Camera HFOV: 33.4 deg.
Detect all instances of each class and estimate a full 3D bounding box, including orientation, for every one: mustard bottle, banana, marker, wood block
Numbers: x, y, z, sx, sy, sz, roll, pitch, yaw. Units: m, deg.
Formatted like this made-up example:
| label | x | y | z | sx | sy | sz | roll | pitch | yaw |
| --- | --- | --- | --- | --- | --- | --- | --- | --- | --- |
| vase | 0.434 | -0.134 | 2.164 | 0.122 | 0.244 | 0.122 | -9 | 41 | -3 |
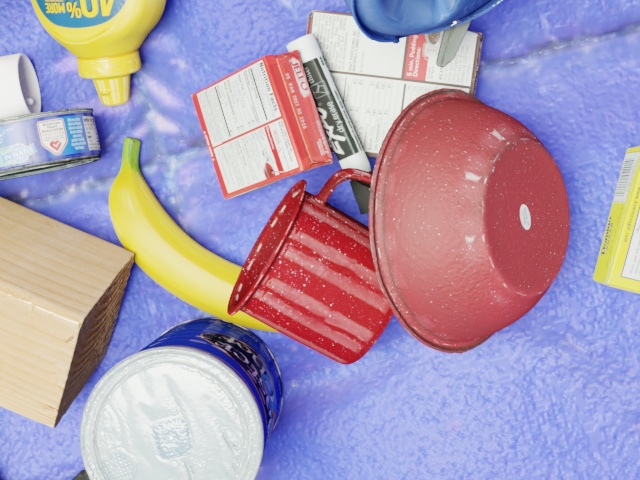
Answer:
| label | x | y | z | sx | sy | sz | roll | pitch | yaw |
| --- | --- | --- | --- | --- | --- | --- | --- | --- | --- |
| mustard bottle | -0.144 | -0.180 | 0.671 | 0.096 | 0.058 | 0.191 | 4 | 112 | 25 |
| banana | -0.069 | 0.014 | 0.702 | 0.198 | 0.037 | 0.069 | 36 | 94 | 1 |
| marker | 0.012 | -0.070 | 0.665 | 0.020 | 0.020 | 0.121 | -24 | 93 | 4 |
| wood block | -0.236 | 0.023 | 0.672 | 0.206 | 0.090 | 0.091 | 23 | 120 | 1 |

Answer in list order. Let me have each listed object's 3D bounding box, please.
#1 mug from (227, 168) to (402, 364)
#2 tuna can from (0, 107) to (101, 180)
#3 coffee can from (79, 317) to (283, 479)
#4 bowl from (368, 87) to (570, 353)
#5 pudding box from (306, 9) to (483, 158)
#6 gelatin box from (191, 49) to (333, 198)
| label | x | y | z | sx | sy | sz | roll | pitch | yaw |
| --- | --- | --- | --- | --- | --- | --- | --- | --- | --- |
| mug | 0.007 | 0.013 | 0.644 | 0.081 | 0.093 | 0.117 | 29 | 99 | -10 |
| tuna can | -0.184 | -0.060 | 0.680 | 0.086 | 0.086 | 0.034 | -11 | 94 | 3 |
| coffee can | -0.079 | 0.106 | 0.655 | 0.103 | 0.140 | 0.103 | 0 | 93 | 3 |
| bowl | 0.101 | -0.013 | 0.632 | 0.055 | 0.161 | 0.162 | -2 | 94 | 44 |
| pudding box | 0.044 | -0.097 | 0.690 | 0.113 | 0.039 | 0.090 | 8 | 96 | 5 |
| gelatin box | -0.038 | -0.072 | 0.674 | 0.030 | 0.089 | 0.073 | -20 | 93 | -40 |
